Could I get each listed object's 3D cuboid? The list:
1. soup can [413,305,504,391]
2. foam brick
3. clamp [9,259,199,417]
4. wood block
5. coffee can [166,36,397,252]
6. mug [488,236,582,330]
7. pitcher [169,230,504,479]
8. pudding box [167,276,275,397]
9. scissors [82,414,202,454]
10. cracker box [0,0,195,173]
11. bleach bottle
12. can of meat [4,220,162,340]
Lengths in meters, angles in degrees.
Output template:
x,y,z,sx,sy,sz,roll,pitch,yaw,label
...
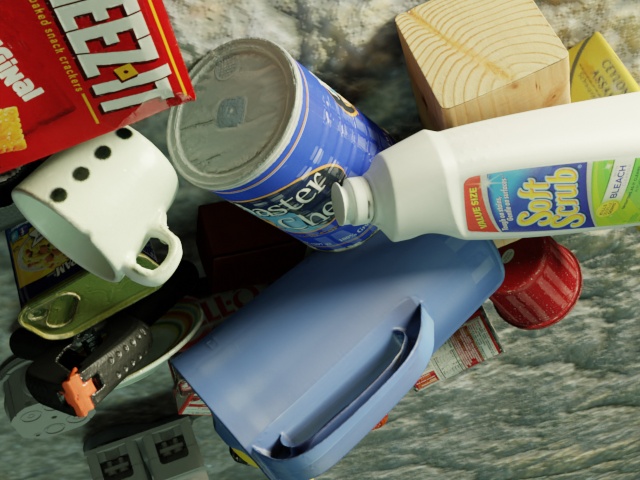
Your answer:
x,y,z,sx,sy,sz,roll,pitch,yaw,label
0.130,0.106,1.104,0.102,0.068,0.068,-27,148,7,soup can
-0.056,0.001,0.843,0.078,0.051,0.053,-12,148,-17,foam brick
-0.177,0.080,0.793,0.164,0.210,0.036,-22,105,7,clamp
0.127,-0.086,0.788,0.090,0.091,0.206,-24,149,2,wood block
-0.020,-0.061,0.722,0.103,0.103,0.140,-35,147,19,coffee can
0.179,0.027,1.010,0.117,0.093,0.081,2,158,34,mug
0.022,0.069,0.790,0.242,0.149,0.145,-41,160,-9,pitcher
-0.078,0.073,0.901,0.113,0.090,0.039,-14,149,-15,pudding box
-0.157,0.184,1.088,0.202,0.016,0.096,-32,151,16,scissors
-0.190,-0.107,0.574,0.213,0.072,0.164,-21,149,-4,cracker box
0.130,-0.039,0.713,0.250,0.068,0.103,-10,140,-14,bleach bottle
-0.169,0.008,0.750,0.102,0.084,0.057,-29,148,10,can of meat
